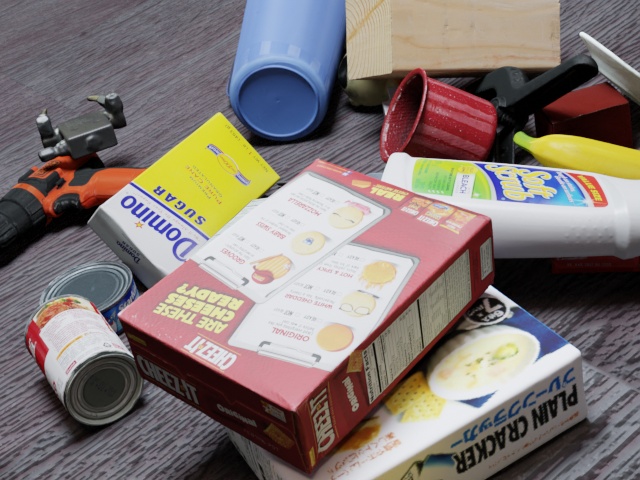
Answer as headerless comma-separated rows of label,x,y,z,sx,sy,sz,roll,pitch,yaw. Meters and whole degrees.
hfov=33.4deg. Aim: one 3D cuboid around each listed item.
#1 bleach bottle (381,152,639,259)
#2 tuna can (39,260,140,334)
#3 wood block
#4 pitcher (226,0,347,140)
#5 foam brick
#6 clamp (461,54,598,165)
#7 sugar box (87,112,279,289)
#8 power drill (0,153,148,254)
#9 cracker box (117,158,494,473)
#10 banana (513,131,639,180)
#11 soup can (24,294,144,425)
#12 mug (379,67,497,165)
bleach bottle,0.175,-0.025,0.853,0.251,0.068,0.102,1,29,12
tuna can,-0.207,0.056,0.964,0.086,0.034,0.086,-10,33,7
wood block,0.138,-0.214,1.099,0.205,0.090,0.091,-5,7,-27
pitcher,-0.042,-0.216,1.232,0.145,0.149,0.242,5,39,3
foam brick,0.250,-0.110,1.016,0.078,0.053,0.051,-15,33,-2
clamp,0.182,-0.123,1.013,0.036,0.165,0.210,26,19,-19
sugar box,-0.127,-0.039,1.019,0.176,0.093,0.048,-46,4,-40
power drill,-0.239,-0.039,1.093,0.188,0.057,0.184,6,38,28
cracker box,-0.004,0.042,0.745,0.164,0.072,0.213,22,49,36
banana,0.263,-0.062,0.892,0.197,0.037,0.069,13,30,-3
soup can,-0.193,0.096,0.869,0.068,0.068,0.102,-28,36,-19
mug,0.107,-0.096,1.006,0.081,0.117,0.093,18,44,-16
